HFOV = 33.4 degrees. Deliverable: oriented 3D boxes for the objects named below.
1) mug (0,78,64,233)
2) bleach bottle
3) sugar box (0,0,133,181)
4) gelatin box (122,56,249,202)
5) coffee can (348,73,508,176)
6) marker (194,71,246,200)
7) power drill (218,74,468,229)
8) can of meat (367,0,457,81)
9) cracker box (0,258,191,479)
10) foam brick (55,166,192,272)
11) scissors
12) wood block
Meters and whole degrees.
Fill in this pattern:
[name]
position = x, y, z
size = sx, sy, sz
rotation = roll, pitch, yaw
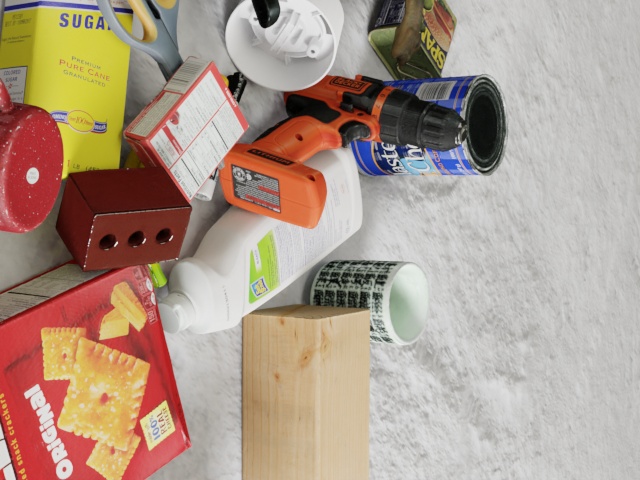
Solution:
[mug]
position = -0.216, -0.060, 0.671
size = 0.093, 0.081, 0.117
rotation = -59, 156, -58
[bleach bottle]
position = -0.056, 0.001, 0.947
size = 0.250, 0.068, 0.102
rotation = -38, 127, -45
[sugar box]
position = -0.184, -0.132, 0.774
size = 0.093, 0.048, 0.176
rotation = 10, 85, -55
[gelatin box]
position = -0.102, -0.085, 0.823
size = 0.089, 0.030, 0.073
rotation = -54, 141, -22
[coffee can]
position = 0.109, -0.117, 1.106
size = 0.102, 0.141, 0.103
rotation = -4, 95, -55
[marker]
position = -0.088, -0.093, 0.934
size = 0.020, 0.020, 0.121
rotation = 36, 63, -49
[power drill]
position = 0.014, -0.083, 0.942
size = 0.187, 0.185, 0.057
rotation = -43, 140, -43
[can of meat]
position = 0.103, -0.229, 1.165
size = 0.102, 0.058, 0.084
rotation = 47, 53, -45
[cracker box]
position = -0.196, 0.119, 0.748
size = 0.213, 0.072, 0.164
rotation = -30, 115, -49
[foam brick]
position = -0.142, -0.017, 0.769
size = 0.078, 0.051, 0.053
rotation = -8, 134, -34
[scissors]
position = -0.111, -0.151, 0.836
size = 0.201, 0.016, 0.096
rotation = 52, 49, -48
[wood block]
position = -0.013, 0.168, 0.994
size = 0.090, 0.090, 0.206
rotation = -4, 95, -55
